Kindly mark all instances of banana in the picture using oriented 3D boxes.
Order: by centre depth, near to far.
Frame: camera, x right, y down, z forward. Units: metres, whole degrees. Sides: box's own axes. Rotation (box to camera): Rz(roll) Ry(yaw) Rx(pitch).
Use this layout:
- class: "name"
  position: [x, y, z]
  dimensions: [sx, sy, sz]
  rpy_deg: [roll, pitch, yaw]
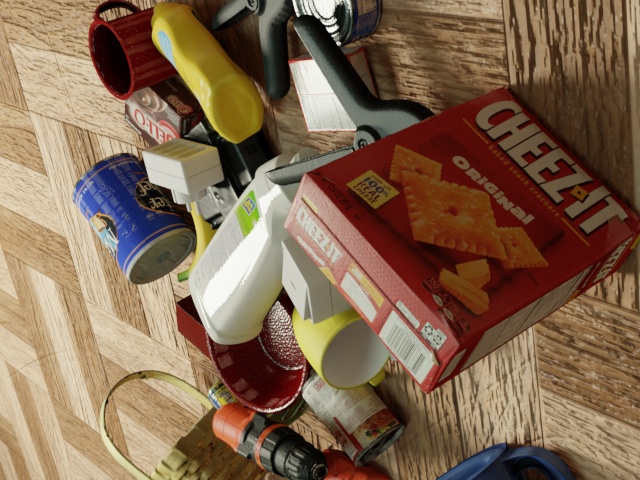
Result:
- class: "banana"
  position: [-0.147, -0.021, 1.285]
  dimensions: [0.037, 0.069, 0.198]
  rpy_deg: [-92, 2, -54]

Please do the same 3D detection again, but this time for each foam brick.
- class: "foam brick"
  position: [-0.145, 0.108, 1.384]
  dimensions: [0.078, 0.052, 0.051]
  rpy_deg: [36, 140, 37]

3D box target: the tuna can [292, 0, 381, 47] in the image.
- class: "tuna can"
  position: [0.013, -0.213, 0.937]
  dimensions: [0.086, 0.033, 0.086]
  rpy_deg: [35, 139, 38]

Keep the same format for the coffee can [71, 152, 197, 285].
- class: "coffee can"
  position: [-0.240, -0.028, 1.375]
  dimensions: [0.140, 0.102, 0.103]
  rpy_deg: [51, 147, 19]

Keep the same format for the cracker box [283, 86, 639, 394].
- class: "cracker box"
  position: [0.108, -0.011, 0.777]
  dimensions: [0.164, 0.213, 0.072]
  rpy_deg: [49, 144, 21]

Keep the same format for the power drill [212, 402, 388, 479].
- class: "power drill"
  position: [-0.010, 0.248, 1.192]
  dimensions: [0.187, 0.057, 0.185]
  rpy_deg: [35, 170, -37]

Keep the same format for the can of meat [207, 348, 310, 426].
- class: "can of meat"
  position: [-0.075, 0.192, 1.299]
  dimensions: [0.084, 0.102, 0.057]
  rpy_deg: [47, 167, 29]

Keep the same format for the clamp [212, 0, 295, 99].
- class: "clamp"
  position: [-0.048, -0.220, 1.016]
  dimensions: [0.120, 0.039, 0.172]
  rpy_deg: [52, 146, 13]

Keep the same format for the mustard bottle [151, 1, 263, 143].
- class: "mustard bottle"
  position: [-0.129, -0.191, 1.117]
  dimensions: [0.192, 0.058, 0.096]
  rpy_deg: [53, 174, 34]

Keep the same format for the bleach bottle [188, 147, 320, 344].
- class: "bleach bottle"
  position: [-0.057, 0.001, 1.094]
  dimensions: [0.102, 0.067, 0.251]
  rpy_deg: [63, 141, 24]

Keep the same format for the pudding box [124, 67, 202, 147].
- class: "pudding box"
  position: [-0.188, -0.150, 1.270]
  dimensions: [0.114, 0.039, 0.090]
  rpy_deg: [45, 144, 27]

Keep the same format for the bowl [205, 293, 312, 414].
- class: "bowl"
  position: [-0.059, 0.117, 1.243]
  dimensions: [0.162, 0.055, 0.162]
  rpy_deg: [14, 112, 38]

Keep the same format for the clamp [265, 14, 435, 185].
- class: "clamp"
  position: [0.044, -0.097, 0.920]
  dimensions: [0.210, 0.036, 0.165]
  rpy_deg: [22, 122, 29]

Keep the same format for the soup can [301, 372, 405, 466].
- class: "soup can"
  position: [0.035, 0.186, 1.167]
  dimensions: [0.102, 0.068, 0.069]
  rpy_deg: [50, 146, 21]

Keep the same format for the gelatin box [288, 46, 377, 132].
- class: "gelatin box"
  position: [0.014, -0.140, 0.994]
  dimensions: [0.089, 0.030, 0.073]
  rpy_deg: [8, 120, 53]

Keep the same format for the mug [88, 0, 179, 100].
- class: "mug"
  position: [-0.210, -0.224, 1.206]
  dimensions: [0.117, 0.081, 0.093]
  rpy_deg: [54, 147, 14]
